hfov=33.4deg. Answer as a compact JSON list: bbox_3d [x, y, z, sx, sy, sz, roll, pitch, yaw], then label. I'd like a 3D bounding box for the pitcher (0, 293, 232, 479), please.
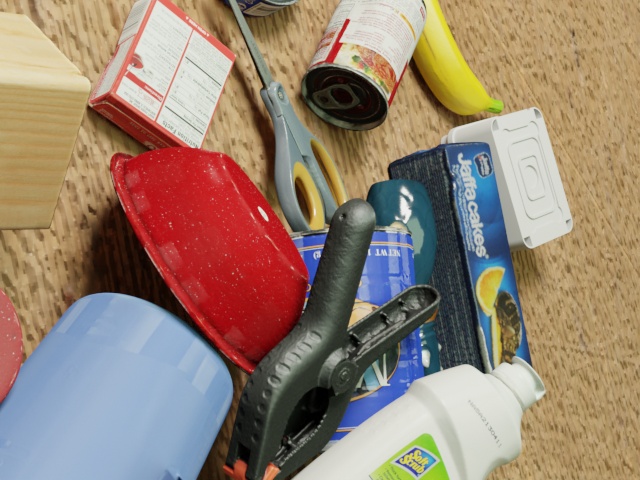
[{"bbox_3d":[-0.130,0.148,0.533,0.149,0.145,0.242,40,51,-13],"label":"pitcher"}]

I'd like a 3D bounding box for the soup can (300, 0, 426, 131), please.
[{"bbox_3d":[0.034,-0.142,0.801,0.068,0.069,0.102,42,55,-28],"label":"soup can"}]

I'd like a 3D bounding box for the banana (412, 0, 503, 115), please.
[{"bbox_3d":[0.091,-0.180,0.886,0.198,0.037,0.069,63,31,-14],"label":"banana"}]

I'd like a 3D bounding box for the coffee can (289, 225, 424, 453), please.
[{"bbox_3d":[0.017,0.068,0.714,0.102,0.103,0.140,3,78,-42],"label":"coffee can"}]

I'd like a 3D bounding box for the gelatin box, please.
[{"bbox_3d":[-0.101,-0.104,0.695,0.073,0.030,0.089,36,58,-33],"label":"gelatin box"}]

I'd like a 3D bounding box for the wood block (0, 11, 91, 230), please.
[{"bbox_3d":[-0.229,-0.062,0.505,0.205,0.090,0.091,-1,124,-42],"label":"wood block"}]

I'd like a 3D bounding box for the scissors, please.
[{"bbox_3d":[-0.033,-0.083,0.734,0.201,0.016,0.096,58,29,-27],"label":"scissors"}]

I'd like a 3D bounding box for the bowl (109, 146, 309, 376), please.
[{"bbox_3d":[-0.054,0.001,0.632,0.162,0.055,0.162,55,6,-9],"label":"bowl"}]

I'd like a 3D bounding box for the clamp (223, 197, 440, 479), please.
[{"bbox_3d":[0.009,0.070,0.622,0.120,0.039,0.171,34,86,-45],"label":"clamp"}]

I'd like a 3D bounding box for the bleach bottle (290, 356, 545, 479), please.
[{"bbox_3d":[0.035,0.163,0.626,0.250,0.068,0.102,-37,107,-13],"label":"bleach bottle"}]
